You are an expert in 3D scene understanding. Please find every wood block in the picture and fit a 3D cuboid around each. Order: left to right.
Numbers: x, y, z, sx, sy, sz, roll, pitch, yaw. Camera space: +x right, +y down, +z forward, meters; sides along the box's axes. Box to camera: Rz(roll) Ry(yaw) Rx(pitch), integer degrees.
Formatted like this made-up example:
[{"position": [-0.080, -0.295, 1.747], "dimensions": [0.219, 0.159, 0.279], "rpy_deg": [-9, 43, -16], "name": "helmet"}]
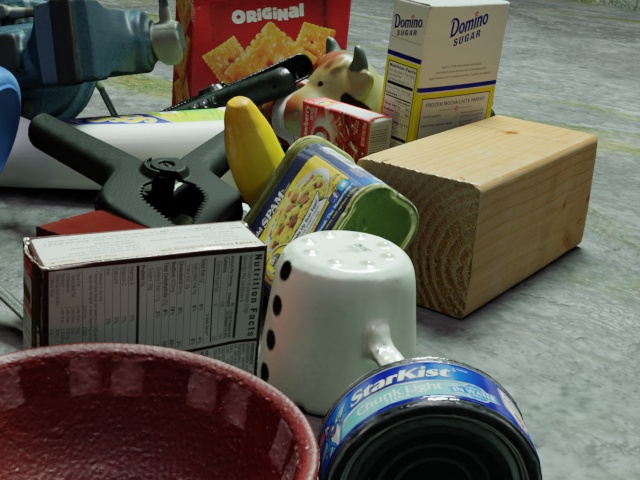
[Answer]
[{"position": [0.114, -0.026, 0.759], "dimensions": [0.091, 0.090, 0.205], "rpy_deg": [17, 22, 31], "name": "wood block"}]

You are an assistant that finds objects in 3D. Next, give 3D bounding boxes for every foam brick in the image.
[{"position": [-0.120, 0.020, 0.620], "dimensions": [0.078, 0.053, 0.051], "rpy_deg": [17, 22, 32], "name": "foam brick"}]

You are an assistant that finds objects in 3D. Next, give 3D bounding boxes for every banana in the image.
[{"position": [-0.015, -0.032, 0.720], "dimensions": [0.037, 0.069, 0.197], "rpy_deg": [4, -12, 30], "name": "banana"}]

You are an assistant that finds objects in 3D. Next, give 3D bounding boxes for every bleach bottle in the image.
[{"position": [-0.176, -0.069, 0.841], "dimensions": [0.250, 0.068, 0.103], "rpy_deg": [-3, 15, -17], "name": "bleach bottle"}]

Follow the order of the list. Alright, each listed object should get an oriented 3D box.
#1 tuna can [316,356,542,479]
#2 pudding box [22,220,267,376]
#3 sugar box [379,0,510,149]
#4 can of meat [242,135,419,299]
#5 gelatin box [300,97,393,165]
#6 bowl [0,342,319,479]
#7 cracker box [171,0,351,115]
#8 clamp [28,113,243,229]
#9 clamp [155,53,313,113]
[{"position": [0.041, 0.091, 0.414], "dimensions": [0.086, 0.086, 0.034], "rpy_deg": [4, 21, -5], "name": "tuna can"}, {"position": [-0.084, 0.041, 0.513], "dimensions": [0.113, 0.090, 0.039], "rpy_deg": [-6, 23, -28], "name": "pudding box"}, {"position": [0.090, -0.102, 0.835], "dimensions": [0.093, 0.176, 0.048], "rpy_deg": [-12, 26, -40], "name": "sugar box"}, {"position": [0.001, -0.002, 0.643], "dimensions": [0.057, 0.102, 0.084], "rpy_deg": [30, 6, -36], "name": "can of meat"}, {"position": [0.017, -0.060, 0.827], "dimensions": [0.030, 0.089, 0.073], "rpy_deg": [-14, 27, -41], "name": "gelatin box"}, {"position": [-0.083, 0.097, 0.405], "dimensions": [0.162, 0.055, 0.162], "rpy_deg": [5, 19, -2], "name": "bowl"}, {"position": [-0.056, -0.208, 1.039], "dimensions": [0.164, 0.214, 0.072], "rpy_deg": [-3, 21, -24], "name": "cracker box"}, {"position": [-0.097, -0.038, 0.719], "dimensions": [0.164, 0.036, 0.210], "rpy_deg": [-5, 30, -24], "name": "clamp"}, {"position": [-0.087, -0.123, 0.950], "dimensions": [0.171, 0.039, 0.120], "rpy_deg": [-24, 6, 5], "name": "clamp"}]
